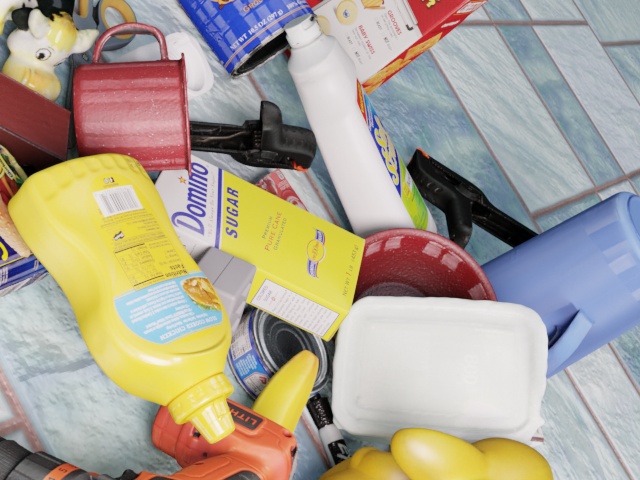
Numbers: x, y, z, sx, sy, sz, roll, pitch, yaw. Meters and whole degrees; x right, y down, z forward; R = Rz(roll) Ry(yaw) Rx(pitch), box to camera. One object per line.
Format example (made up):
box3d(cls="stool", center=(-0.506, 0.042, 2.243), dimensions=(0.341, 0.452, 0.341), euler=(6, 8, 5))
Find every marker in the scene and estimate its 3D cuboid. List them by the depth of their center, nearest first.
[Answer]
box3d(cls="marker", center=(0.018, 0.178, 0.846), dimensions=(0.020, 0.020, 0.121), euler=(0, 61, -52))

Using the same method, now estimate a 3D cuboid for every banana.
box3d(cls="banana", center=(-0.034, 0.165, 0.747), dimensions=(0.037, 0.070, 0.198), euler=(64, 19, -44))

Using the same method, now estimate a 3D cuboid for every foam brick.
box3d(cls="foam brick", center=(-0.220, -0.075, 0.739), dimensions=(0.078, 0.053, 0.051), euler=(29, 41, -34))

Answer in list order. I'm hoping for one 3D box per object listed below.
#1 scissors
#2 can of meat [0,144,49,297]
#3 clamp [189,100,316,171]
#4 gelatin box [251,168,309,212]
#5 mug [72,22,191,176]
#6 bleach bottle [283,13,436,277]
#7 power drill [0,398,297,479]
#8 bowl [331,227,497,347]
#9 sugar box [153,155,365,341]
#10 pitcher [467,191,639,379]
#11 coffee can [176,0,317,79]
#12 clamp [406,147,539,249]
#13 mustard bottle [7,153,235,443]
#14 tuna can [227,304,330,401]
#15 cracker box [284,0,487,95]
box3d(cls="scissors", center=(-0.184, -0.149, 0.888), dimensions=(0.096, 0.016, 0.202), euler=(18, 51, -48))
box3d(cls="can of meat", center=(-0.221, -0.009, 0.675), dimensions=(0.102, 0.058, 0.083), euler=(57, 30, 2))
box3d(cls="clamp", center=(-0.048, -0.088, 0.923), dimensions=(0.171, 0.120, 0.039), euler=(5, 86, -53))
box3d(cls="gelatin box", center=(-0.044, -0.017, 0.934), dimensions=(0.073, 0.030, 0.089), euler=(55, 33, 0))
box3d(cls="mug", center=(-0.140, -0.104, 0.796), dimensions=(0.093, 0.081, 0.117), euler=(-159, -114, -82))
box3d(cls="bleach bottle", center=(0.031, -0.089, 0.994), dimensions=(0.251, 0.068, 0.102), euler=(62, 22, -23))
box3d(cls="power drill", center=(-0.109, 0.143, 0.640), dimensions=(0.184, 0.057, 0.187), euler=(26, 19, 17))
box3d(cls="bowl", center=(0.076, 0.072, 0.946), dimensions=(0.162, 0.055, 0.162), euler=(5, 70, -15))
box3d(cls="sugar box", center=(-0.055, 0.001, 0.844), dimensions=(0.176, 0.048, 0.093), euler=(27, 39, -11))
box3d(cls="pitcher", center=(0.210, 0.064, 0.987), dimensions=(0.144, 0.243, 0.149), euler=(12, 52, -48))
box3d(cls="coffee can", center=(-0.084, -0.240, 1.018), dimensions=(0.140, 0.103, 0.102), euler=(55, 32, -1))
box3d(cls="clamp", center=(0.146, -0.037, 1.118), dimensions=(0.164, 0.036, 0.210), euler=(9, 27, -45))
box3d(cls="mustard bottle", center=(-0.108, 0.039, 0.661), dimensions=(0.096, 0.058, 0.192), euler=(-17, 70, -53))
box3d(cls="tuna can", center=(-0.032, 0.090, 0.847), dimensions=(0.086, 0.034, 0.086), euler=(33, 38, -31))
box3d(cls="cracker box", center=(0.049, -0.256, 1.100), dimensions=(0.164, 0.214, 0.072), euler=(58, 33, 5))
